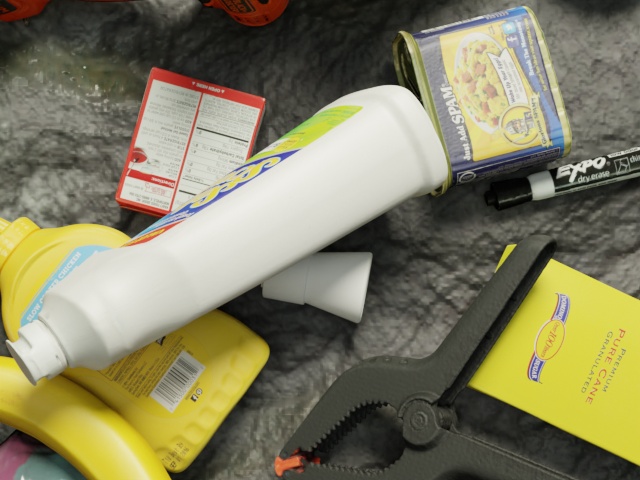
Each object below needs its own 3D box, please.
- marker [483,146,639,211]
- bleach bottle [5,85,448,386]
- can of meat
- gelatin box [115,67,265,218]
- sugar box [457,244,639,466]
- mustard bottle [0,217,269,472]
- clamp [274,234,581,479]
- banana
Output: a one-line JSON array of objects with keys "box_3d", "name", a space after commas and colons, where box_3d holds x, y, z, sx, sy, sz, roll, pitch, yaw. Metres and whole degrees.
[{"box_3d": [0.163, -0.040, 0.674, 0.121, 0.020, 0.020, -14, 87, -2], "name": "marker"}, {"box_3d": [-0.054, 0.001, 0.589, 0.250, 0.103, 0.068, -33, 105, -23], "name": "bleach bottle"}, {"box_3d": [0.098, -0.087, 0.657, 0.084, 0.057, 0.102, -15, 88, -4], "name": "can of meat"}, {"box_3d": [-0.080, -0.054, 0.664, 0.073, 0.030, 0.089, 15, 87, -2], "name": "gelatin box"}, {"box_3d": [0.178, 0.080, 0.653, 0.176, 0.048, 0.093, 24, 88, 2], "name": "sugar box"}, {"box_3d": [-0.131, 0.046, 0.643, 0.191, 0.058, 0.096, 37, 88, 1], "name": "mustard bottle"}, {"box_3d": [0.066, 0.094, 0.617, 0.210, 0.036, 0.164, -16, 70, 26], "name": "clamp"}, {"box_3d": [-0.148, 0.112, 0.596, 0.198, 0.037, 0.069, 25, 64, 9], "name": "banana"}]
